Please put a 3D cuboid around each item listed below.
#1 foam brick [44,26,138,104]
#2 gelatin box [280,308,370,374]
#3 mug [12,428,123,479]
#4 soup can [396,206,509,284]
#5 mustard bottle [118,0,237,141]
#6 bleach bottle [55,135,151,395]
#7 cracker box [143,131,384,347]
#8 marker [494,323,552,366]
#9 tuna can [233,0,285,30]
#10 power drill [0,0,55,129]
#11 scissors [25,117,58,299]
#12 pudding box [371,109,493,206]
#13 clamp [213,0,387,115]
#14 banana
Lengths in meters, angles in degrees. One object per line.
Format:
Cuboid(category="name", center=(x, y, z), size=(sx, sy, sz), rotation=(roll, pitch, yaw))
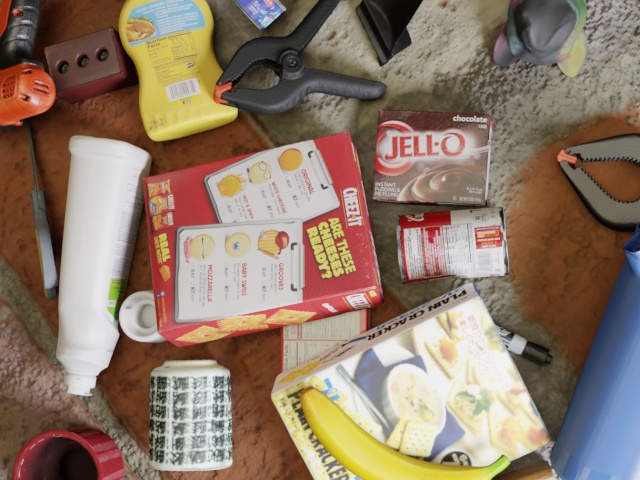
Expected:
Cuboid(category="foam brick", center=(-0.237, -0.181, 1.105), size=(0.078, 0.051, 0.053), rotation=(-16, 84, 8))
Cuboid(category="gelatin box", center=(0.005, 0.100, 1.058), size=(0.089, 0.030, 0.073), rotation=(0, 88, 9))
Cuboid(category="mug", center=(-0.237, 0.238, 1.062), size=(0.117, 0.081, 0.093), rotation=(32, 92, 10))
Cuboid(category="soup can", center=(0.127, 0.005, 1.024), size=(0.102, 0.068, 0.068), rotation=(-5, 86, 9))
Cuboid(category="mustard bottle", center=(-0.153, -0.204, 1.088), size=(0.096, 0.058, 0.191), rotation=(-16, 84, -2))
Cuboid(category="bleach bottle", center=(-0.225, 0.028, 1.063), size=(0.068, 0.102, 0.251), rotation=(8, 87, 10))
Cuboid(category="cracker box", center=(-0.057, 0.001, 1.040), size=(0.214, 0.072, 0.164), rotation=(-12, 70, 8))
Cuboid(category="marker", center=(0.168, 0.090, 1.036), size=(0.121, 0.020, 0.020), rotation=(25, 91, 10))
Cuboid(category="tuna can", center=(-0.075, -0.252, 1.065), size=(0.034, 0.086, 0.086), rotation=(-42, 81, 6))
Cuboid(category="power drill", center=(-0.334, -0.204, 1.101), size=(0.185, 0.057, 0.187), rotation=(-6, 77, 39))
Cuboid(category="scissors", center=(-0.293, -0.025, 1.114), size=(0.016, 0.096, 0.202), rotation=(-7, 53, -16))
Cuboid(category="pudding box", center=(0.110, -0.080, 1.046), size=(0.113, 0.039, 0.090), rotation=(4, 86, 10))
Cuboid(category="clamp", center=(-0.028, -0.182, 1.061), size=(0.171, 0.039, 0.120), rotation=(-13, 75, -13))
Cuboid(category="banana", center=(0.066, 0.193, 0.960), size=(0.197, 0.037, 0.069), rotation=(19, 88, -2))
